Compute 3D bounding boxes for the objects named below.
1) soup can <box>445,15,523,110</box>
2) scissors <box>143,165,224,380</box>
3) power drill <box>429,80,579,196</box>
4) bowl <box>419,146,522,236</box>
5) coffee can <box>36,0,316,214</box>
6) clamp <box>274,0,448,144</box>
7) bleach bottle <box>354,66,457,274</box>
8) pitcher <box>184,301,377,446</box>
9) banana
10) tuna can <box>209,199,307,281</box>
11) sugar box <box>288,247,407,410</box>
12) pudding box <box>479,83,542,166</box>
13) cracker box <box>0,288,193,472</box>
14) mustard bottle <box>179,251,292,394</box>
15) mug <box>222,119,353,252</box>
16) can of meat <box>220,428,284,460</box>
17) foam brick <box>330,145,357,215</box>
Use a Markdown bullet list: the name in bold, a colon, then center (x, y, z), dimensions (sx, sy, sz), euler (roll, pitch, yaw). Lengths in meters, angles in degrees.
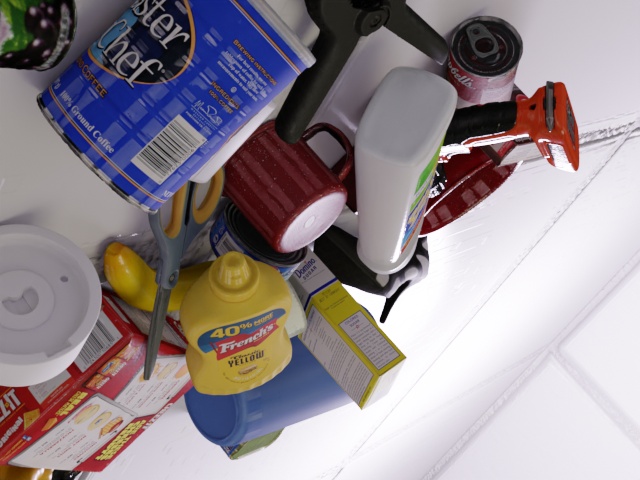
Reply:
- **soup can**: center (0.156, -0.162, 1.039), dimensions (0.068, 0.068, 0.102), euler (-37, 161, -13)
- **scissors**: center (-0.114, 0.015, 0.883), dimensions (0.096, 0.016, 0.202), euler (-37, 142, -47)
- **power drill**: center (0.153, -0.093, 1.038), dimensions (0.188, 0.057, 0.184), euler (-5, 159, 19)
- **bowl**: center (0.156, -0.073, 1.230), dimensions (0.162, 0.055, 0.162), euler (-33, 165, -10)
- **coffee can**: center (-0.088, -0.100, 0.657), dimensions (0.140, 0.103, 0.102), euler (-43, 160, 5)
- **clamp**: center (0.024, -0.165, 0.796), dimensions (0.164, 0.036, 0.210), euler (-34, 151, -11)
- **bleach bottle**: center (0.071, -0.045, 0.985), dimensions (0.102, 0.068, 0.251), euler (-61, 166, -24)
- **pitcher**: center (-0.048, 0.160, 1.276), dimensions (0.242, 0.145, 0.149), euler (-15, 135, -45)
- **banana**: center (-0.140, 0.032, 0.951), dimensions (0.197, 0.037, 0.070), euler (-1, 112, -65)
- **tuna can**: center (-0.056, 0.001, 0.959), dimensions (0.085, 0.086, 0.034), euler (-14, 148, -53)
- **sugar box**: center (0.012, 0.089, 1.138), dimensions (0.048, 0.176, 0.093), euler (-29, 157, -27)
- **pudding box**: center (0.202, -0.129, 1.160), dimensions (0.113, 0.090, 0.039), euler (-18, 150, -48)
- **cracker box**: center (-0.207, 0.131, 0.975), dimensions (0.164, 0.072, 0.213), euler (-43, 161, 2)
- **mustard bottle**: center (-0.072, 0.066, 0.917), dimensions (0.096, 0.058, 0.192), euler (-16, 150, -12)
- **mug**: center (-0.022, -0.051, 0.916), dimensions (0.117, 0.081, 0.093), euler (-40, 160, -4)
- **can of meat**: center (-0.101, 0.225, 1.353), dimensions (0.057, 0.084, 0.101), euler (-51, 159, 25)
- **foam brick**: center (0.047, -0.056, 1.081), dimensions (0.051, 0.053, 0.078), euler (-44, 161, 8)
